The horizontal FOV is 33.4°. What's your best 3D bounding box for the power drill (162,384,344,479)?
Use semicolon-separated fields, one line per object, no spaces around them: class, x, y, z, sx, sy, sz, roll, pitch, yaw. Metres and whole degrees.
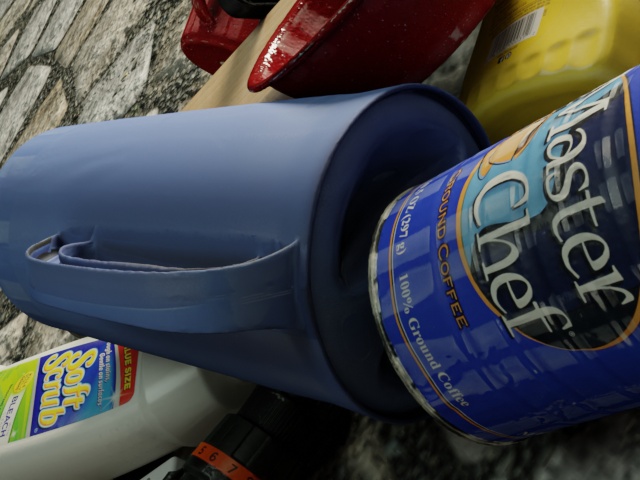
power drill;-0.011;0.129;0.441;0.184;0.057;0.188;-53;26;-17

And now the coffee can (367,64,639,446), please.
coffee can;0.099;0.002;0.347;0.141;0.102;0.102;-29;40;45

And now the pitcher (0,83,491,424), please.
pitcher;-0.053;0.001;0.484;0.243;0.149;0.145;4;59;41

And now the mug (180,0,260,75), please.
mug;-0.058;-0.168;0.778;0.093;0.117;0.081;13;77;28

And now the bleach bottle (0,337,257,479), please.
bleach bottle;-0.118;0.089;0.620;0.251;0.068;0.102;-25;35;33

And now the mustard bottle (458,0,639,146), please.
mustard bottle;0.118;-0.128;0.494;0.096;0.058;0.191;-28;41;55

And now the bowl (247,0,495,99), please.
bowl;0.038;-0.115;0.485;0.162;0.055;0.162;-47;15;16
